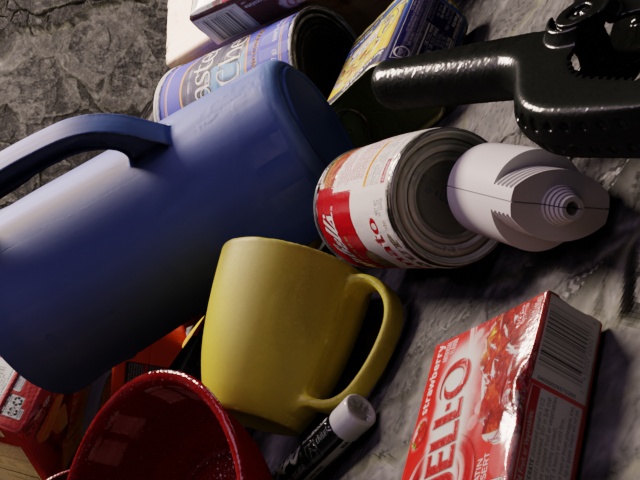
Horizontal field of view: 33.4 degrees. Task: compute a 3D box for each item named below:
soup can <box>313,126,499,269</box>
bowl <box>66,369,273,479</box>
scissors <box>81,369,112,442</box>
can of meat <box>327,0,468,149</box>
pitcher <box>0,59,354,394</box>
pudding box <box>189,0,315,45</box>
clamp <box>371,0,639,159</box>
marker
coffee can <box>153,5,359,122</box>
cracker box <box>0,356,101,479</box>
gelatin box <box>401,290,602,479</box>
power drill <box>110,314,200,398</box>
[{"bbox_3d":[0.045,-0.019,0.542,0.068,0.068,0.102,-63,17,-10],"label":"soup can"},{"bbox_3d":[-0.070,0.150,0.549,0.162,0.055,0.162,-18,65,43],"label":"bowl"},{"bbox_3d":[-0.180,0.202,0.866,0.096,0.016,0.202,-4,-79,-79],"label":"scissors"},{"bbox_3d":[0.048,-0.109,0.712,0.102,0.057,0.084,-37,25,51],"label":"can of meat"},{"bbox_3d":[-0.103,-0.016,0.673,0.243,0.145,0.149,-30,-3,18],"label":"pitcher"},{"bbox_3d":[-0.044,-0.209,0.802,0.114,0.039,0.090,-15,57,34],"label":"pudding box"},{"bbox_3d":[0.122,-0.089,0.452,0.164,0.036,0.210,-37,26,-3],"label":"clamp"},{"bbox_3d":[-0.013,0.122,0.556,0.121,0.020,0.020,-50,19,32],"label":"marker"},{"bbox_3d":[-0.043,-0.106,0.814,0.141,0.102,0.102,-17,41,36],"label":"coffee can"},{"bbox_3d":[-0.213,0.126,0.887,0.214,0.072,0.164,85,-158,-55],"label":"cracker box"},{"bbox_3d":[0.063,0.071,0.396,0.073,0.030,0.089,-37,27,53],"label":"gelatin box"},{"bbox_3d":[-0.121,0.039,0.866,0.187,0.057,0.184,-82,1,-54],"label":"power drill"}]
